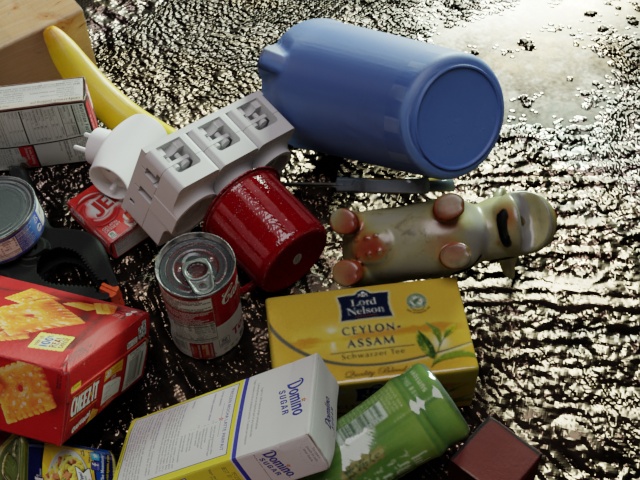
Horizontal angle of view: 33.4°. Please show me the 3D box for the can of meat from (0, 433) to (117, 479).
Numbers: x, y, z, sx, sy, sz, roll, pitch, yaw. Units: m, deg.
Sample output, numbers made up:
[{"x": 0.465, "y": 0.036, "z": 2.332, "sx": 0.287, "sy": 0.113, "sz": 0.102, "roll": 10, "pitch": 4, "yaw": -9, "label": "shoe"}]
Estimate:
[{"x": -0.204, "y": 0.205, "z": 0.822, "sx": 0.083, "sy": 0.058, "sz": 0.102, "roll": 17, "pitch": 46, "yaw": -32, "label": "can of meat"}]

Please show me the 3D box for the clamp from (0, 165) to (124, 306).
[{"x": -0.266, "y": 0.009, "z": 1.006, "sx": 0.210, "sy": 0.036, "sz": 0.164, "roll": 17, "pitch": 56, "yaw": 19, "label": "clamp"}]

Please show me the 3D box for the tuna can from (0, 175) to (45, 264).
[{"x": -0.300, "y": -0.018, "z": 0.987, "sx": 0.086, "sy": 0.034, "sz": 0.086, "roll": -5, "pitch": 48, "yaw": 6, "label": "tuna can"}]

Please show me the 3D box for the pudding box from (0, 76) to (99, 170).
[{"x": -0.281, "y": -0.116, "z": 1.069, "sx": 0.113, "sy": 0.090, "sz": 0.039, "roll": -8, "pitch": 53, "yaw": -4, "label": "pudding box"}]

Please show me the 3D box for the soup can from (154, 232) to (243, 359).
[{"x": -0.103, "y": 0.050, "z": 0.928, "sx": 0.068, "sy": 0.102, "sz": 0.068, "roll": -1, "pitch": 52, "yaw": 1, "label": "soup can"}]

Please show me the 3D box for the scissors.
[{"x": 0.045, "y": -0.052, "z": 1.011, "sx": 0.096, "sy": 0.016, "sz": 0.202, "roll": -2, "pitch": 4, "yaw": -33, "label": "scissors"}]

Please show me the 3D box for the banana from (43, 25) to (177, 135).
[{"x": -0.208, "y": -0.144, "z": 1.093, "sx": 0.198, "sy": 0.070, "sz": 0.037, "roll": 36, "pitch": 46, "yaw": 11, "label": "banana"}]

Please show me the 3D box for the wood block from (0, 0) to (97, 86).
[{"x": -0.355, "y": -0.192, "z": 1.129, "sx": 0.205, "sy": 0.091, "sz": 0.090, "roll": -31, "pitch": 58, "yaw": -20, "label": "wood block"}]

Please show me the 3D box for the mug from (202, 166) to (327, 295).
[{"x": -0.056, "y": 0.001, "z": 0.981, "sx": 0.117, "sy": 0.093, "sz": 0.081, "roll": -46, "pitch": 66, "yaw": 2, "label": "mug"}]

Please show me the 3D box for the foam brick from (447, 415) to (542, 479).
[{"x": 0.134, "y": 0.185, "z": 0.834, "sx": 0.053, "sy": 0.078, "sz": 0.051, "roll": 35, "pitch": 63, "yaw": 25, "label": "foam brick"}]

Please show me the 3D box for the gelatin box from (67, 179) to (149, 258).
[{"x": -0.189, "y": -0.033, "z": 1.040, "sx": 0.089, "sy": 0.030, "sz": 0.073, "roll": -36, "pitch": 59, "yaw": -24, "label": "gelatin box"}]

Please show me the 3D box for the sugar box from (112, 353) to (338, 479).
[{"x": -0.073, "y": 0.156, "z": 0.825, "sx": 0.176, "sy": 0.048, "sz": 0.093, "roll": -19, "pitch": 31, "yaw": 18, "label": "sugar box"}]

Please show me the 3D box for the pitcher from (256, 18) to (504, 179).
[{"x": 0.063, "y": -0.127, "z": 0.987, "sx": 0.149, "sy": 0.145, "sz": 0.243, "roll": -28, "pitch": 27, "yaw": -21, "label": "pitcher"}]

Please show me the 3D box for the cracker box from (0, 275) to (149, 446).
[{"x": -0.269, "y": 0.084, "z": 0.877, "sx": 0.214, "sy": 0.072, "sz": 0.164, "roll": 13, "pitch": 15, "yaw": 11, "label": "cracker box"}]
